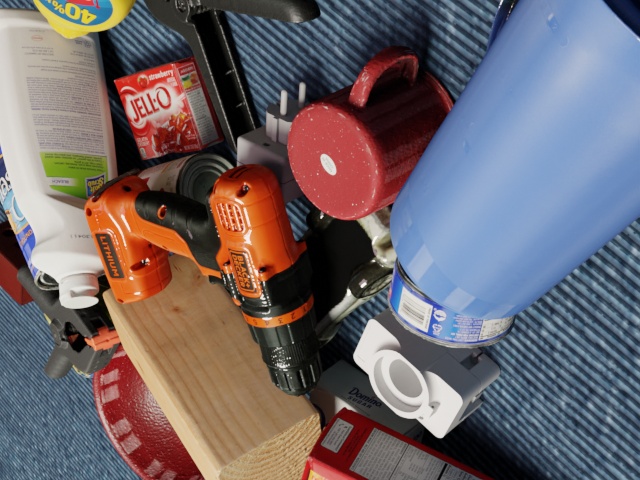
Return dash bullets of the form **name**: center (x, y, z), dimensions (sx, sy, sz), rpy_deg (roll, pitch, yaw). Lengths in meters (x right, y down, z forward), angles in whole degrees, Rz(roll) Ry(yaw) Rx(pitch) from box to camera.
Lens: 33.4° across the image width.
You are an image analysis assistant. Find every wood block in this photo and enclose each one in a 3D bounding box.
- **wood block**: center (-0.089, 0.114, 0.877), dimensions (0.206, 0.090, 0.091), rpy_deg (49, 159, 36)

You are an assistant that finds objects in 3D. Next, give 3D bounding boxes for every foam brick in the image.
- **foam brick**: center (-0.322, 0.021, 1.146), dimensions (0.078, 0.052, 0.051), rpy_deg (38, 135, 25)

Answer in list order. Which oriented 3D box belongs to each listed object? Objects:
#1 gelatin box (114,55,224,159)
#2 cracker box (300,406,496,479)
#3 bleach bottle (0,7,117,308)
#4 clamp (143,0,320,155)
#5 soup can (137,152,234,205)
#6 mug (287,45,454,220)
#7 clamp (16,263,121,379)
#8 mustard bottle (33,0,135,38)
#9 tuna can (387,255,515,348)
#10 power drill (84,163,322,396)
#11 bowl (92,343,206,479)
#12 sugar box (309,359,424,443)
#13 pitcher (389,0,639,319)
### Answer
- **gelatin box**: center (-0.127, -0.109, 0.886), dimensions (0.089, 0.030, 0.073), rpy_deg (-3, 110, 47)
- **cracker box**: center (0.082, 0.238, 0.799), dimensions (0.214, 0.072, 0.164), rpy_deg (24, 130, 13)
- **bleach bottle**: center (-0.220, -0.067, 0.883), dimensions (0.068, 0.102, 0.251), rpy_deg (-39, 56, 54)
- **clamp**: center (-0.090, -0.172, 0.806), dimensions (0.210, 0.036, 0.165), rpy_deg (46, 141, 21)
- **soup can**: center (-0.120, -0.033, 0.894), dimensions (0.102, 0.068, 0.068), rpy_deg (-10, 104, 48)
- **mug**: center (0.035, -0.073, 0.698), dimensions (0.093, 0.081, 0.117), rpy_deg (38, 135, 25)
- **clamp**: center (-0.241, 0.074, 1.011), dimensions (0.172, 0.039, 0.120), rpy_deg (-11, 104, 54)
- **mustard bottle**: center (-0.183, -0.211, 0.809), dimensions (0.096, 0.058, 0.192), rpy_deg (29, 153, -4)
- **tuna can**: center (0.089, 0.031, 0.700), dimensions (0.086, 0.085, 0.034), rpy_deg (31, 130, 31)
- **power drill**: center (-0.085, 0.023, 0.804), dimensions (0.188, 0.057, 0.184), rpy_deg (9, 122, 38)
- **bowl**: center (-0.143, 0.161, 1.018), dimensions (0.162, 0.055, 0.162), rpy_deg (20, 123, 32)
- **sugar box**: center (0.028, 0.195, 0.889), dimensions (0.093, 0.048, 0.176), rpy_deg (30, 133, 30)
- **pitcher**: center (0.131, -0.067, 0.582), dimensions (0.145, 0.149, 0.243), rpy_deg (38, 140, 3)
